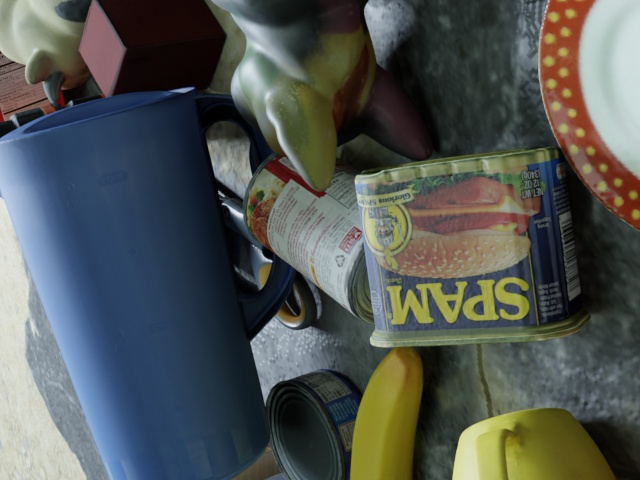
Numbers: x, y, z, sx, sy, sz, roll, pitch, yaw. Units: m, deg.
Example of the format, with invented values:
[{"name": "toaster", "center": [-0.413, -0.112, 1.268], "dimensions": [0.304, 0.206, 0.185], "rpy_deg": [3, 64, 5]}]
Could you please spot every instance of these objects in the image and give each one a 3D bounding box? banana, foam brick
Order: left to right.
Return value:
[{"name": "foam brick", "center": [-0.114, -0.133, 0.722], "dimensions": [0.051, 0.078, 0.053], "rpy_deg": [58, 141, 25]}, {"name": "banana", "center": [0.043, 0.150, 0.639], "dimensions": [0.070, 0.037, 0.198], "rpy_deg": [21, 116, 61]}]

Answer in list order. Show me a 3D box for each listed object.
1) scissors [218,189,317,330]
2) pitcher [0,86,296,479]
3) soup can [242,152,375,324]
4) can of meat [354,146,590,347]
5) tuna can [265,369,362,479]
[{"name": "scissors", "center": [-0.055, 0.001, 0.746], "dimensions": [0.202, 0.016, 0.096], "rpy_deg": [18, 118, 52]}, {"name": "pitcher", "center": [-0.101, 0.029, 0.666], "dimensions": [0.149, 0.144, 0.243], "rpy_deg": [-3, 107, 43]}, {"name": "soup can", "center": [0.012, -0.005, 0.597], "dimensions": [0.102, 0.068, 0.068], "rpy_deg": [36, 131, 43]}, {"name": "can of meat", "center": [0.069, 0.002, 0.503], "dimensions": [0.102, 0.057, 0.084], "rpy_deg": [-5, 96, 29]}, {"name": "tuna can", "center": [0.001, 0.128, 0.700], "dimensions": [0.086, 0.033, 0.086], "rpy_deg": [28, 125, 48]}]
